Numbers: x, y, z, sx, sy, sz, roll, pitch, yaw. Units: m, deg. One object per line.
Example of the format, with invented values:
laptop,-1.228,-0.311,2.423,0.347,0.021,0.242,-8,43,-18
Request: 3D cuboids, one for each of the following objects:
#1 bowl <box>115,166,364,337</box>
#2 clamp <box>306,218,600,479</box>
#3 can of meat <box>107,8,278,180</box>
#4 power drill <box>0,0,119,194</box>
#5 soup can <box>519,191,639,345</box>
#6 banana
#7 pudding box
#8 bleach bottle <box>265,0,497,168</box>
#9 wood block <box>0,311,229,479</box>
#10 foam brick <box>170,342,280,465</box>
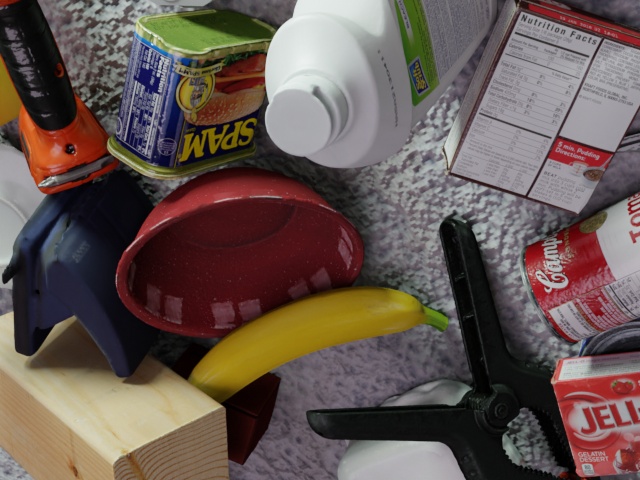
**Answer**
bowl,-0.055,0.001,0.702,0.162,0.055,0.162,-8,145,-6
clamp,0.100,0.113,0.696,0.210,0.164,0.036,48,165,-15
can of meat,-0.076,-0.093,0.661,0.057,0.101,0.084,33,122,26
power drill,-0.193,-0.136,0.674,0.057,0.185,0.187,-23,127,-10
soup can,0.180,0.013,0.637,0.102,0.068,0.068,-29,103,30
banana,-0.015,0.071,0.722,0.198,0.037,0.069,-18,126,11
pudding box,0.131,-0.078,0.615,0.090,0.039,0.114,18,120,-6
bleach bottle,0.028,-0.108,0.524,0.068,0.250,0.102,-12,111,26
wood block,-0.164,0.127,0.764,0.206,0.090,0.091,27,127,42
foam brick,-0.077,0.122,0.801,0.078,0.053,0.051,21,121,11
